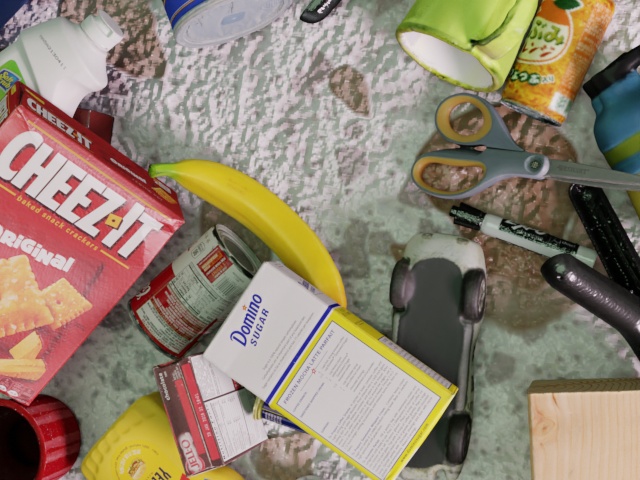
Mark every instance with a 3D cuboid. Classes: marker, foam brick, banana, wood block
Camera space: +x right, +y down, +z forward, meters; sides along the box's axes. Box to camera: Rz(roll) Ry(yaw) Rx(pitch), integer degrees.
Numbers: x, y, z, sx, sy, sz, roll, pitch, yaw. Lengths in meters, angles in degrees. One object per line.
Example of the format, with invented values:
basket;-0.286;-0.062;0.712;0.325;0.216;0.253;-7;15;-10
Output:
marker;0.161;-0.003;0.854;0.121;0.020;0.020;21;94;13
foam brick;-0.228;-0.090;0.936;0.078;0.053;0.051;7;91;13
banana;-0.050;-0.012;0.886;0.198;0.069;0.037;36;137;5
wood block;0.208;0.212;0.805;0.091;0.090;0.206;-3;88;14

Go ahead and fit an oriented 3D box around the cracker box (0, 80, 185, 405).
cracker box;-0.239;0.009;0.855;0.164;0.072;0.214;36;101;-28

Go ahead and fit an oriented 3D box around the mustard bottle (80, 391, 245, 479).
mustard bottle;-0.108;0.225;0.899;0.192;0.058;0.096;44;100;10

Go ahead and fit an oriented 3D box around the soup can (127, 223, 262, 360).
soup can;-0.102;0.043;0.895;0.102;0.068;0.068;-41;81;10

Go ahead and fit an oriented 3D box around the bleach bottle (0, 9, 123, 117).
bleach bottle;-0.259;-0.092;0.882;0.251;0.068;0.102;-39;90;11

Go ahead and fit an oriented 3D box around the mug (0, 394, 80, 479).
mug;-0.256;0.188;0.924;0.093;0.081;0.117;-26;83;12

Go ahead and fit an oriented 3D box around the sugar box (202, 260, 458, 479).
sugar box;0.007;0.101;0.821;0.176;0.048;0.093;36;97;12

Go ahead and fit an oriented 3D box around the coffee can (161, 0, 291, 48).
coffee can;-0.095;-0.244;0.878;0.103;0.102;0.140;-22;84;13

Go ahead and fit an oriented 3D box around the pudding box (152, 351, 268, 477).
pudding box;-0.087;0.135;0.867;0.039;0.113;0.090;-19;84;17

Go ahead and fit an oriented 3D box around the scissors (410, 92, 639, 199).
scissors;0.161;-0.076;0.825;0.202;0.016;0.096;-5;77;34
